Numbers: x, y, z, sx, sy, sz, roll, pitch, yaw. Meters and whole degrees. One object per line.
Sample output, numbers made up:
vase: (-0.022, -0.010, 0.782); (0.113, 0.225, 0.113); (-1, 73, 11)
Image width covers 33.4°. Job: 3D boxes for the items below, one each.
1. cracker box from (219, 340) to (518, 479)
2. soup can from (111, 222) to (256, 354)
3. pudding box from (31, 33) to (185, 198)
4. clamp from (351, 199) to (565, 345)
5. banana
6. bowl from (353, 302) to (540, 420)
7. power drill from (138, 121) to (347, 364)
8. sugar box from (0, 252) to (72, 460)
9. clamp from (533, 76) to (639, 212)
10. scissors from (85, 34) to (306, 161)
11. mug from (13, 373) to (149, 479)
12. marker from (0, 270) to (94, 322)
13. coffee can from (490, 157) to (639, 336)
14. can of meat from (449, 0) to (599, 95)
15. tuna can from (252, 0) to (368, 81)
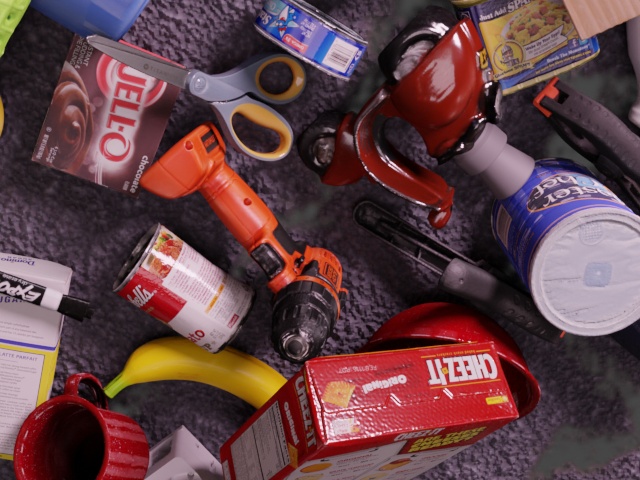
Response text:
cracker box: (0.029, 0.152, 0.852); (0.164, 0.072, 0.214); (-4, 155, -26)
soup can: (-0.113, 0.041, 0.890); (0.102, 0.068, 0.068); (35, 105, -15)
pudding box: (-0.167, -0.102, 0.848); (0.090, 0.039, 0.113); (20, 108, -12)
clamp: (0.128, 0.032, 0.889); (0.209, 0.165, 0.036); (27, 98, -37)
banana: (-0.086, 0.125, 0.939); (0.197, 0.037, 0.070); (17, 110, -15)
bowl: (0.108, 0.100, 0.910); (0.162, 0.055, 0.162); (10, 147, 6)
power drill: (-0.055, 0.001, 0.828); (0.057, 0.184, 0.187); (-39, 99, 12)
sugar box: (-0.273, 0.099, 0.914); (0.093, 0.048, 0.176); (12, 106, -9)
clamp: (0.245, -0.064, 0.870); (0.171, 0.120, 0.039); (43, 81, 9)
scissors: (-0.079, -0.131, 0.808); (0.201, 0.016, 0.096); (38, 80, -42)
mug: (-0.200, 0.172, 0.913); (0.093, 0.081, 0.117); (-13, 71, 17)
marker: (-0.242, 0.040, 0.862); (0.121, 0.020, 0.020); (21, 108, -12)
coffee can: (0.202, 0.001, 0.858); (0.102, 0.140, 0.103); (-1, 111, -4)
can of meat: (0.160, -0.170, 0.836); (0.102, 0.057, 0.084); (-21, 112, 4)
tuna can: (-0.007, -0.158, 0.813); (0.086, 0.086, 0.034); (28, 104, -13)
